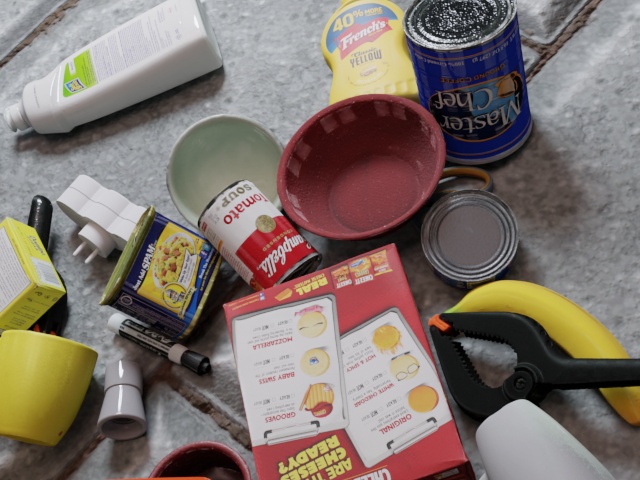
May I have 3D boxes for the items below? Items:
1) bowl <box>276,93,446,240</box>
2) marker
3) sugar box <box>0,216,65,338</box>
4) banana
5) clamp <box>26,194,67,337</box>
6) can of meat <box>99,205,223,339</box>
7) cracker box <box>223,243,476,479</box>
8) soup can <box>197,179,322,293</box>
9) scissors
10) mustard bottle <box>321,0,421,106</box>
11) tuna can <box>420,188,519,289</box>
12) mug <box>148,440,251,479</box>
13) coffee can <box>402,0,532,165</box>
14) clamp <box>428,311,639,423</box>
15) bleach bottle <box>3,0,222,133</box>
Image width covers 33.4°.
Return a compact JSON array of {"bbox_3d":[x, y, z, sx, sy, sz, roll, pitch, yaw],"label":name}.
[{"bbox_3d":[0.043,-0.057,0.997,0.162,0.055,0.162,-10,57,15],"label":"bowl"},{"bbox_3d":[-0.151,0.098,1.004,0.121,0.020,0.020,21,66,30],"label":"marker"},{"bbox_3d":[-0.335,0.071,1.038,0.176,0.048,0.093,-43,56,14],"label":"sugar box"},{"bbox_3d":[0.195,0.081,0.889,0.198,0.037,0.069,27,95,34],"label":"banana"},{"bbox_3d":[-0.296,0.034,1.082,0.120,0.039,0.172,-45,59,5],"label":"clamp"},{"bbox_3d":[-0.146,0.032,1.000,0.084,0.058,0.102,28,63,-15],"label":"can of meat"},{"bbox_3d":[0.020,0.127,0.894,0.164,0.072,0.214,-20,54,6],"label":"cracker box"},{"bbox_3d":[-0.056,0.001,0.986,0.068,0.068,0.102,-41,76,-11],"label":"soup can"},{"bbox_3d":[0.067,-0.022,1.012,0.202,0.016,0.096,-13,54,11],"label":"scissors"},{"bbox_3d":[0.050,-0.197,1.110,0.096,0.058,0.191,-17,53,13],"label":"mustard bottle"},{"bbox_3d":[0.133,0.000,0.949,0.086,0.033,0.086,-3,73,8],"label":"tuna can"},{"bbox_3d":[-0.097,0.219,0.864,0.117,0.081,0.093,6,60,22],"label":"mug"},{"bbox_3d":[0.138,-0.155,0.991,0.103,0.140,0.103,-10,46,10],"label":"coffee can"},{"bbox_3d":[0.164,0.128,0.849,0.210,0.036,0.164,28,87,35],"label":"clamp"},{"bbox_3d":[-0.240,-0.190,1.204,0.251,0.068,0.102,-23,53,6],"label":"bleach bottle"}]
